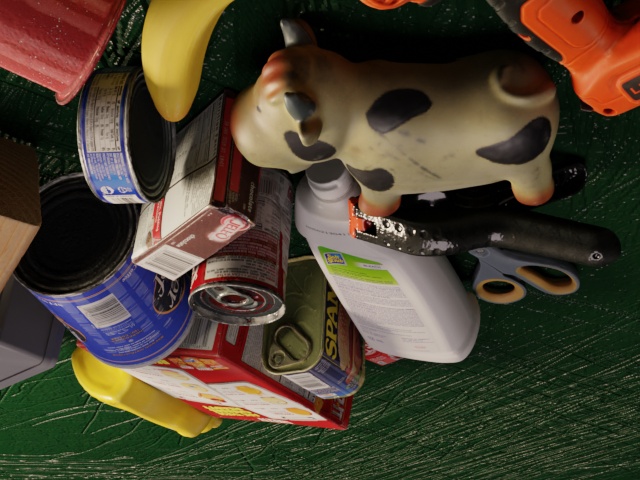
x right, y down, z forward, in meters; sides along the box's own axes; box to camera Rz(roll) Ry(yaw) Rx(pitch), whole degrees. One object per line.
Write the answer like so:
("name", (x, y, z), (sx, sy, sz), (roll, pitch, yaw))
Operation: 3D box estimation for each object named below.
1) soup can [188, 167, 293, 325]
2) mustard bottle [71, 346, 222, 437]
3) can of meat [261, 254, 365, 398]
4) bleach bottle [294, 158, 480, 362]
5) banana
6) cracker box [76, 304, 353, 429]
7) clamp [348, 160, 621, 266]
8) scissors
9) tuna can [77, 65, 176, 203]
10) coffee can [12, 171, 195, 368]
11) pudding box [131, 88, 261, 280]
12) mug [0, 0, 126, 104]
("soup can", (-0.055, 0.001, 0.761), (0.068, 0.102, 0.068), (3, 153, 1))
("mustard bottle", (-0.163, 0.158, 1.099), (0.096, 0.058, 0.191), (31, 175, 41))
("can of meat", (-0.003, 0.076, 0.901), (0.058, 0.102, 0.083), (-11, 151, 26))
("bleach bottle", (0.049, 0.012, 0.809), (0.103, 0.068, 0.250), (5, 153, 22))
("banana", (-0.059, -0.122, 0.576), (0.198, 0.037, 0.069), (-24, 101, 54))
("cracker box", (-0.088, 0.106, 0.980), (0.164, 0.072, 0.213), (-1, 155, 34))
("clamp", (0.106, -0.013, 0.686), (0.171, 0.120, 0.039), (-8, 112, -3))
("scissors", (0.120, 0.013, 0.856), (0.201, 0.016, 0.096), (20, 148, -28))
("tuna can", (-0.119, -0.065, 0.661), (0.034, 0.086, 0.086), (-1, 152, 11))
("coffee can", (-0.165, 0.026, 0.823), (0.103, 0.103, 0.140), (-3, 152, 12))
("pudding box", (-0.081, -0.035, 0.710), (0.039, 0.090, 0.114), (23, 147, -30))
("mug", (-0.144, -0.137, 0.539), (0.081, 0.093, 0.117), (24, 116, -25))
